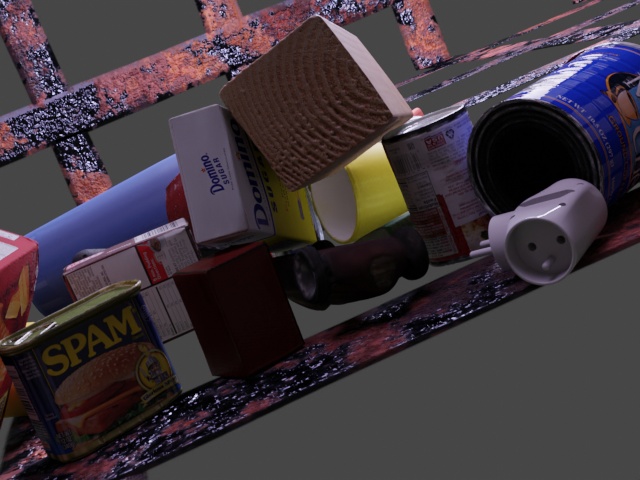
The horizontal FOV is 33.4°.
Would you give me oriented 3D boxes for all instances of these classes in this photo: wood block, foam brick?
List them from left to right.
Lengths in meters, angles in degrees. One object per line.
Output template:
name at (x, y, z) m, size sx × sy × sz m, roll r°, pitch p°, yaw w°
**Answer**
foam brick at (-0.055, 0.047, 0.720) m, size 0.051 × 0.078 × 0.053 m, roll -26°, pitch 11°, yaw -32°
wood block at (0.005, -0.105, 0.820) m, size 0.091 × 0.090 × 0.206 m, roll -36°, pitch 1°, yaw 12°

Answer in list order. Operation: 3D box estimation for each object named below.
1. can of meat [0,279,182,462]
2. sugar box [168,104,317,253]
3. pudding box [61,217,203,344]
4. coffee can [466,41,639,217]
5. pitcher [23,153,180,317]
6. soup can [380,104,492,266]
can of meat at (-0.151, 0.085, 0.704) m, size 0.101 × 0.084 × 0.058 m, roll -28°, pitch 12°, yaw -31°
sugar box at (-0.053, -0.041, 0.807) m, size 0.048 × 0.093 × 0.176 m, roll -15°, pitch -6°, yaw 12°
pudding box at (-0.147, 0.044, 0.898) m, size 0.113 × 0.090 × 0.039 m, roll -23°, pitch 12°, yaw -6°
coffee can at (0.184, -0.072, 0.754) m, size 0.103 × 0.103 × 0.140 m, roll -12°, pitch 15°, yaw 46°
pitcher at (-0.205, 0.001, 1.193) m, size 0.243 × 0.149 × 0.145 m, roll -25°, pitch 25°, yaw 3°
soup can at (0.093, -0.040, 0.784) m, size 0.068 × 0.102 × 0.068 m, roll -22°, pitch 10°, yaw 4°
